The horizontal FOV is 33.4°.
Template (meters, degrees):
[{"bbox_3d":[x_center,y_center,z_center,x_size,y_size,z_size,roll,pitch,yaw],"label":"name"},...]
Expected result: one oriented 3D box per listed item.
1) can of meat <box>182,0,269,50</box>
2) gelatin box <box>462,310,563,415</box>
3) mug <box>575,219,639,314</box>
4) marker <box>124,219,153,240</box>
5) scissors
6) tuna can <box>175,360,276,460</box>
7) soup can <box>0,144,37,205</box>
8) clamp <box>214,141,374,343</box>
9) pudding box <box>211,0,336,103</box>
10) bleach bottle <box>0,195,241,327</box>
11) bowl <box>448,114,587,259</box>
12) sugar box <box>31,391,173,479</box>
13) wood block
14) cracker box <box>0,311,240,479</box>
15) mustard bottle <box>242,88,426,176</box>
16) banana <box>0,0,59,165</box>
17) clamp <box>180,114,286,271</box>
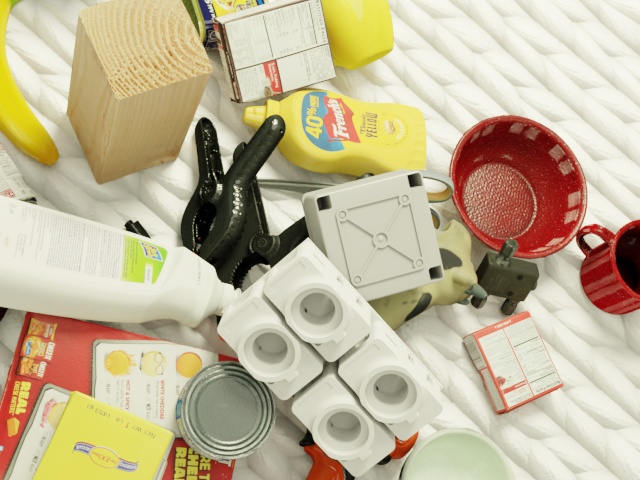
[{"bbox_3d":[-0.105,-0.254,1.129,0.083,0.058,0.102,-14,77,-21],"label":"can of meat"},{"bbox_3d":[0.200,0.127,1.111,0.073,0.030,0.089,-20,80,-22],"label":"gelatin box"},{"bbox_3d":[0.324,0.026,1.149,0.117,0.082,0.093,37,67,-2],"label":"mug"},{"bbox_3d":[-0.151,0.027,1.049,0.020,0.020,0.121,-40,87,-23],"label":"marker"},{"bbox_3d":[0.040,-0.037,1.116,0.202,0.096,0.016,-4,45,13],"label":"scissors"},{"bbox_3d":[-0.084,0.151,0.945,0.086,0.034,0.086,4,74,-16],"label":"tuna can"},{"bbox_3d":[-0.321,-0.060,1.002,0.068,0.069,0.102,-33,85,-22],"label":"soup can"},{"bbox_3d":[-0.057,0.001,1.056,0.165,0.036,0.210,23,80,30],"label":"clamp"},{"bbox_3d":[-0.046,-0.198,1.098,0.113,0.039,0.090,-19,112,-17],"label":"pudding box"},{"bbox_3d":[-0.192,0.034,0.961,0.250,0.068,0.102,16,46,-20],"label":"bleach bottle"},{"bbox_3d":[0.204,-0.051,1.153,0.162,0.055,0.162,5,72,-14],"label":"bowl"},{"bbox_3d":[-0.201,0.223,0.886,0.093,0.048,0.176,25,77,-9],"label":"sugar box"},{"bbox_3d":[-0.174,-0.139,0.992,0.090,0.206,0.090,-22,80,-21],"label":"wood block"},{"bbox_3d":[-0.183,0.169,0.969,0.213,0.072,0.164,15,71,-12],"label":"cracker box"},{"bbox_3d":[0.013,-0.113,1.116,0.191,0.058,0.096,10,57,-12],"label":"mustard bottle"},{"bbox_3d":[-0.310,-0.164,1.054,0.069,0.037,0.198,-10,76,-17],"label":"banana"},{"bbox_3d":[-0.104,-0.051,1.061,0.039,0.120,0.171,27,82,-39],"label":"clamp"}]
